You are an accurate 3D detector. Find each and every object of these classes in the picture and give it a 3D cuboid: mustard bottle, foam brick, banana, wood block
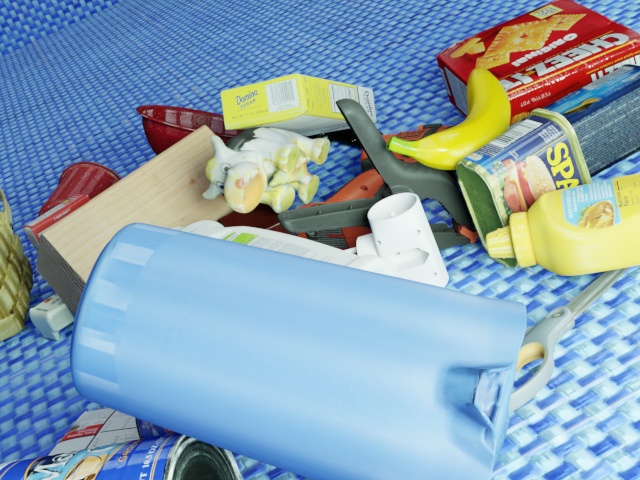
[{"bbox_3d":[0.217,-0.013,0.779,0.192,0.058,0.096,-10,26,16],"label":"mustard bottle"},{"bbox_3d":[-0.057,0.001,1.019,0.053,0.051,0.078,-26,24,-8],"label":"foam brick"},{"bbox_3d":[0.127,-0.101,0.904,0.037,0.069,0.197,-54,-8,36],"label":"banana"},{"bbox_3d":[-0.170,-0.014,1.062,0.205,0.090,0.091,-39,-9,-28],"label":"wood block"}]

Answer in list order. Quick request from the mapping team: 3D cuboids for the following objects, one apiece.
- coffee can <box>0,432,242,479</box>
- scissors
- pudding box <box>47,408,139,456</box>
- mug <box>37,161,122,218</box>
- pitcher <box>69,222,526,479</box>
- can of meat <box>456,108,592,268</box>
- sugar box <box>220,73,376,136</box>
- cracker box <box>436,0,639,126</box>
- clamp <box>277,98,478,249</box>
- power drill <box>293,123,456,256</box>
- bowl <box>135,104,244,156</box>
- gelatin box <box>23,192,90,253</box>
[{"bbox_3d":[-0.128,0.177,0.656,0.140,0.103,0.102,-14,26,20],"label":"coffee can"},{"bbox_3d":[0.148,0.063,0.753,0.096,0.016,0.201,-9,21,39],"label":"scissors"},{"bbox_3d":[-0.154,0.162,0.778,0.090,0.039,0.113,-12,21,21],"label":"pudding box"},{"bbox_3d":[-0.283,-0.025,1.247,0.117,0.093,0.081,-45,15,35],"label":"mug"},{"bbox_3d":[-0.012,0.073,0.622,0.243,0.149,0.145,15,32,5],"label":"pitcher"},{"bbox_3d":[0.164,-0.039,0.847,0.084,0.102,0.058,-31,26,-14],"label":"can of meat"},{"bbox_3d":[-0.019,-0.140,1.119,0.093,0.048,0.176,-8,2,26],"label":"sugar box"},{"bbox_3d":[0.228,-0.174,1.104,0.164,0.072,0.214,-24,25,0],"label":"cracker box"},{"bbox_3d":[0.060,-0.046,0.890,0.171,0.120,0.039,13,25,-20],"label":"clamp"},{"bbox_3d":[0.077,-0.049,1.001,0.185,0.057,0.187,-3,28,46],"label":"power drill"},{"bbox_3d":[-0.136,-0.113,1.232,0.162,0.055,0.162,11,14,-3],"label":"bowl"},{"bbox_3d":[-0.266,0.005,1.151,0.073,0.089,0.030,-36,26,-28],"label":"gelatin box"}]
